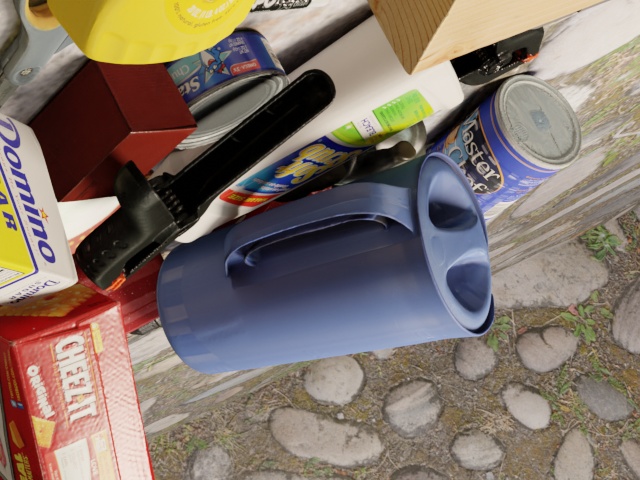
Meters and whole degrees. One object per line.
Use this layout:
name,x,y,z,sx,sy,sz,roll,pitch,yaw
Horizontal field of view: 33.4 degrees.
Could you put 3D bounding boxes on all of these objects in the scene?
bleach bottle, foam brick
bleach bottle,-0.027,-0.067,0.741,0.251,0.068,0.102,-32,164,8
foam brick,-0.120,-0.063,0.604,0.078,0.051,0.052,-35,166,35

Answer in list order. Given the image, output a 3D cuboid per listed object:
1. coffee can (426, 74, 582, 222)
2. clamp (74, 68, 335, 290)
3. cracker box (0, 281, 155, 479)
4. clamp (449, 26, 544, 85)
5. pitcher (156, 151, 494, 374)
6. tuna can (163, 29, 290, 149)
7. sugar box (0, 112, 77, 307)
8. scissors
coffee can,0.180,-0.088,1.085,0.102,0.103,0.141,-19,167,-37
clamp,-0.085,-0.026,0.644,0.164,0.036,0.210,-34,177,-36
cracker box,-0.184,0.094,0.644,0.071,0.164,0.214,-21,-156,-34
clamp,0.121,-0.145,0.843,0.120,0.039,0.171,-31,169,26
pitcher,-0.005,0.024,0.792,0.243,0.149,0.144,-15,-161,27
tuna can,-0.064,-0.092,0.653,0.086,0.034,0.086,-26,169,-5
sugar box,-0.178,-0.026,0.480,0.048,0.093,0.176,-23,166,14
scissors,-0.128,-0.095,0.528,0.096,0.016,0.202,-20,167,-35
